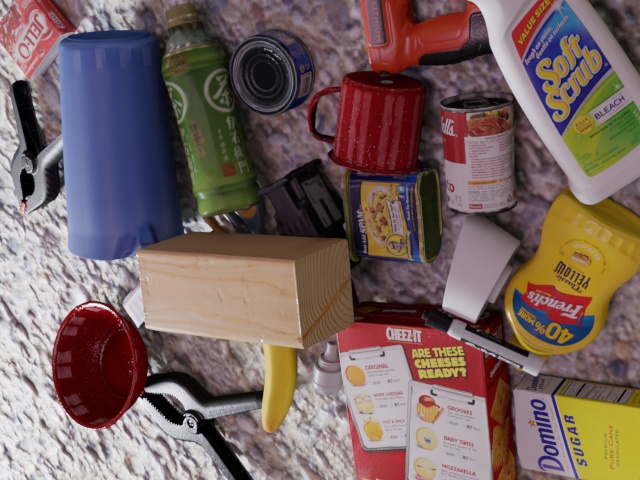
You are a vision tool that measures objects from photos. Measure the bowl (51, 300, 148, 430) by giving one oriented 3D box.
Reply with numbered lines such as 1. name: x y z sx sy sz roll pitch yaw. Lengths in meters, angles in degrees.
1. bowl: -0.267 0.156 1.345 0.162 0.055 0.162 -3 85 38

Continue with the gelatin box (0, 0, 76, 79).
1. gelatin box: -0.337 -0.246 1.254 0.073 0.030 0.089 52 127 3

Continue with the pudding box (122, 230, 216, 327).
1. pudding box: -0.166 0.044 1.230 0.039 0.089 0.114 53 128 6

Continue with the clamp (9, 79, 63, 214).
1. clamp: -0.340 -0.099 1.309 0.120 0.039 0.171 35 131 34

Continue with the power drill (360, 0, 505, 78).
1. power drill: 0.128 -0.219 0.953 0.188 0.057 0.184 4 112 31

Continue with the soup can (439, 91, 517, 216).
1. soup can: 0.148 -0.081 0.992 0.069 0.068 0.102 6 113 31

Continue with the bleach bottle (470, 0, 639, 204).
1. bleach bottle: 0.187 -0.153 0.881 0.103 0.068 0.250 -36 110 17

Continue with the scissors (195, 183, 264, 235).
1. scissors: -0.058 0.001 1.190 0.202 0.016 0.096 42 126 11

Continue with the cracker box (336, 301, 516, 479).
1. cracker box: 0.114 0.176 1.120 0.164 0.072 0.214 2 110 30

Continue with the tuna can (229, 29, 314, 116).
1. tuna can: -0.051 -0.172 1.101 0.086 0.033 0.086 13 116 28

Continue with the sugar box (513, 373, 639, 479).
1. sugar box: 0.278 0.188 1.037 0.176 0.048 0.093 2 111 30

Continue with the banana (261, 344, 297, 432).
1. banana: -0.061 0.121 1.214 0.037 0.069 0.198 -141 33 -71

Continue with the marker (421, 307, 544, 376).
1. marker: 0.153 0.095 1.012 0.121 0.020 0.020 25 122 9

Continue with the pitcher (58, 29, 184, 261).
1. pitcher: -0.230 -0.109 1.194 0.149 0.144 0.243 4 109 18

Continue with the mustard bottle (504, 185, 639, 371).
1. mustard bottle: 0.227 0.049 1.003 0.096 0.058 0.192 31 124 12

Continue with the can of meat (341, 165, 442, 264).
1. can of meat: 0.073 -0.028 1.070 0.084 0.057 0.102 5 113 28

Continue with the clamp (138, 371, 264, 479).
1. clamp: -0.146 0.230 1.329 0.210 0.036 0.164 16 117 28

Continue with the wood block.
1. wood block: -0.078 0.046 1.081 0.206 0.090 0.090 3 104 36

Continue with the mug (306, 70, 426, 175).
1. mug: 0.045 -0.117 1.025 0.117 0.093 0.081 9 111 7
